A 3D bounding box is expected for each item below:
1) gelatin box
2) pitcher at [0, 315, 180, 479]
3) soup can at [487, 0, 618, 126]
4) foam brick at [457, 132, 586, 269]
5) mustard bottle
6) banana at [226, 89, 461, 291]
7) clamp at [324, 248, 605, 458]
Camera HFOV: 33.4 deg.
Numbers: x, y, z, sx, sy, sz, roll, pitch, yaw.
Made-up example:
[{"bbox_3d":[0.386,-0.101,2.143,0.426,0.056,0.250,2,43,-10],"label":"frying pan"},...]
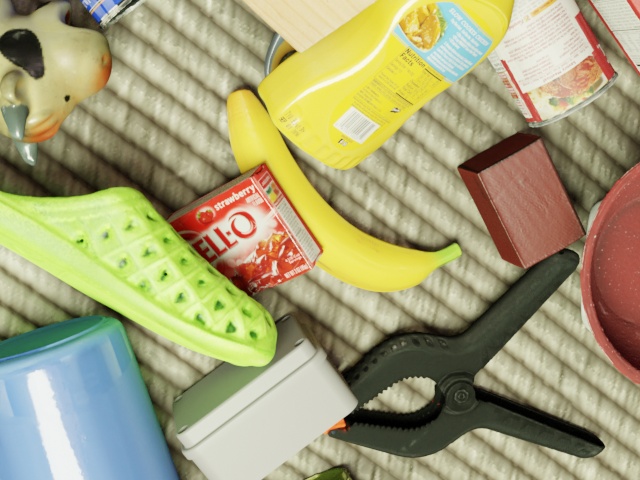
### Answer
[{"bbox_3d":[-0.055,0.001,0.708,0.089,0.030,0.073,-26,105,28],"label":"gelatin box"},{"bbox_3d":[-0.157,0.181,0.689,0.145,0.149,0.243,-13,98,20],"label":"pitcher"},{"bbox_3d":[0.145,-0.137,0.716,0.068,0.068,0.102,-34,101,-2],"label":"soup can"},{"bbox_3d":[0.139,-0.028,0.740,0.051,0.053,0.078,-29,102,-4],"label":"foam brick"},{"bbox_3d":[0.059,-0.126,0.662,0.192,0.058,0.096,-38,144,19],"label":"mustard bottle"},{"bbox_3d":[0.003,-0.021,0.732,0.197,0.037,0.069,36,70,-14],"label":"banana"},{"bbox_3d":[0.099,0.093,0.758,0.210,0.036,0.164,-7,107,-5],"label":"clamp"}]
